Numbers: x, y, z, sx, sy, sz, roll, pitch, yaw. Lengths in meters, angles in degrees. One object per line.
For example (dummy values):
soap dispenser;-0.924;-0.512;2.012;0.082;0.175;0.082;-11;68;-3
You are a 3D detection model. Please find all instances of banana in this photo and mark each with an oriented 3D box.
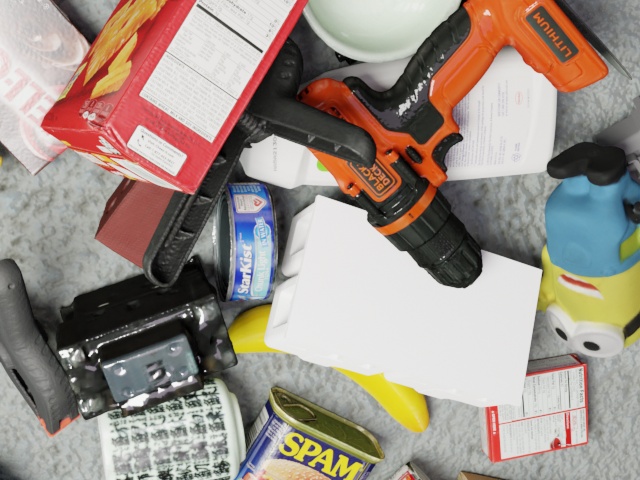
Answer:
banana;0.009;0.093;0.831;0.197;0.037;0.070;21;117;-16

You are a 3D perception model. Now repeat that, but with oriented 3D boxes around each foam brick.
foam brick;-0.114;-0.027;0.747;0.051;0.053;0.078;31;120;-19

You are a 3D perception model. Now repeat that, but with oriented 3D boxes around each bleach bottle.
bleach bottle;0.041;-0.091;0.773;0.250;0.068;0.102;-4;107;-9

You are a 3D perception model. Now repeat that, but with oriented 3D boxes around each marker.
marker;0.065;-0.162;0.781;0.121;0.020;0.020;-28;109;-4

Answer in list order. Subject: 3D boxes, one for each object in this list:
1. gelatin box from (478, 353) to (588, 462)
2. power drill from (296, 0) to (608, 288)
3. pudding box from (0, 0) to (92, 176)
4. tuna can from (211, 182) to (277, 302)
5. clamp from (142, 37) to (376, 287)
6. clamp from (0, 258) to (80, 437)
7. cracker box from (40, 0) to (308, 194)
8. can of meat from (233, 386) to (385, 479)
gelatin box;0.176;0.137;0.881;0.089;0.030;0.073;-9;105;-10
power drill;0.098;-0.078;0.721;0.188;0.057;0.184;-42;111;7
pudding box;-0.198;-0.115;0.724;0.090;0.039;0.113;-40;110;0
tuna can;-0.055;0.001;0.763;0.033;0.086;0.086;-1;105;-14
clamp;-0.041;-0.081;0.683;0.165;0.210;0.036;-24;135;24
clamp;-0.219;0.062;0.751;0.039;0.120;0.171;-28;129;-23
cracker box;-0.077;-0.140;0.654;0.072;0.164;0.213;32;83;-25
can of meat;-0.015;0.176;0.835;0.102;0.057;0.084;28;99;-18
